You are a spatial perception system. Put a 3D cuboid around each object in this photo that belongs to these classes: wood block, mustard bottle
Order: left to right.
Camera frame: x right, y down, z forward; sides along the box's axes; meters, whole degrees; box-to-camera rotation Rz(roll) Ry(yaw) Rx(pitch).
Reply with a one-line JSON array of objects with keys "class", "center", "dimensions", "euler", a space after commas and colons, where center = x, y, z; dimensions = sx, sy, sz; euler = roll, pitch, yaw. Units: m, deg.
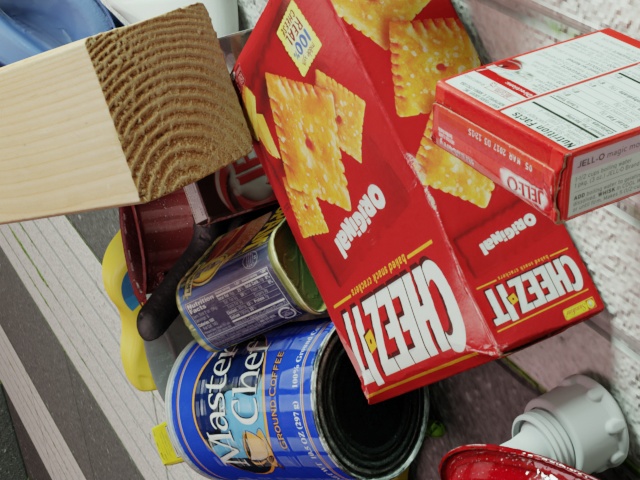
[{"class": "wood block", "center": [-0.150, -0.069, 0.639], "dimensions": [0.207, 0.090, 0.091], "euler": [-5, 109, 44]}, {"class": "mustard bottle", "center": [-0.150, 0.039, 0.985], "dimensions": [0.058, 0.096, 0.191], "euler": [33, 137, 55]}]

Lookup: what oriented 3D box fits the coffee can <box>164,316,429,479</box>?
[{"class": "coffee can", "center": [-0.017, 0.102, 0.681], "dimensions": [0.141, 0.102, 0.103], "euler": [-12, 98, 44]}]

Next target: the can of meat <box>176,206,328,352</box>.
[{"class": "can of meat", "center": [-0.033, 0.018, 0.668], "dimensions": [0.084, 0.102, 0.057], "euler": [-25, 105, 29]}]

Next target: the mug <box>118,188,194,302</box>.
[{"class": "mug", "center": [-0.106, 0.004, 0.835], "dimensions": [0.093, 0.081, 0.117], "euler": [99, 154, -43]}]

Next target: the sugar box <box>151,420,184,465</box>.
[{"class": "sugar box", "center": [-0.087, 0.160, 0.950], "dimensions": [0.048, 0.093, 0.176], "euler": [66, 156, 9]}]

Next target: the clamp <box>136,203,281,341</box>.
[{"class": "clamp", "center": [-0.055, 0.001, 0.753], "dimensions": [0.039, 0.120, 0.171], "euler": [20, 88, 41]}]

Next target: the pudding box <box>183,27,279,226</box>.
[{"class": "pudding box", "center": [-0.054, -0.075, 0.692], "dimensions": [0.039, 0.089, 0.113], "euler": [-21, 88, 67]}]

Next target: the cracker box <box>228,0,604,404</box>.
[{"class": "cracker box", "center": [0.034, -0.031, 0.560], "dimensions": [0.214, 0.072, 0.164], "euler": [66, 157, 8]}]

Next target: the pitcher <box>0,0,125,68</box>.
[{"class": "pitcher", "center": [-0.212, -0.148, 0.851], "dimensions": [0.243, 0.145, 0.149], "euler": [-107, 33, -82]}]

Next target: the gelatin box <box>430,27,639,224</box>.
[{"class": "gelatin box", "center": [0.097, -0.044, 0.390], "dimensions": [0.073, 0.089, 0.030], "euler": [41, 144, 48]}]
